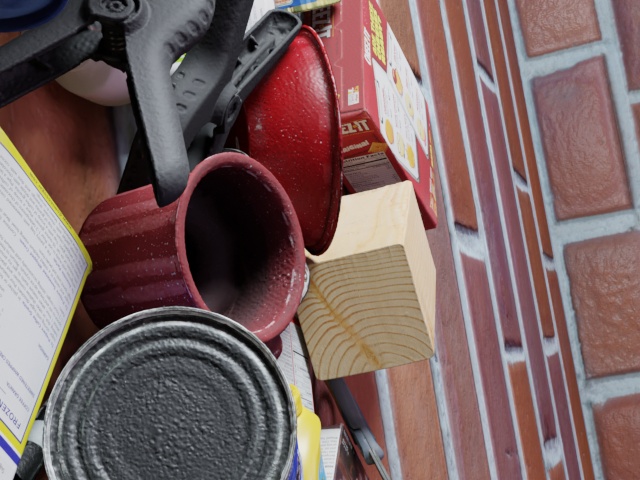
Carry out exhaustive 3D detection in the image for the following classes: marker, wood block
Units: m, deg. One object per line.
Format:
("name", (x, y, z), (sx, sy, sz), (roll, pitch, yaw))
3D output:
("marker", (-0.124, 0.082, 0.510), (0.121, 0.020, 0.020), (-64, 139, -61))
("wood block", (0.039, 0.025, 0.857), (0.206, 0.090, 0.091), (-68, 143, -73))

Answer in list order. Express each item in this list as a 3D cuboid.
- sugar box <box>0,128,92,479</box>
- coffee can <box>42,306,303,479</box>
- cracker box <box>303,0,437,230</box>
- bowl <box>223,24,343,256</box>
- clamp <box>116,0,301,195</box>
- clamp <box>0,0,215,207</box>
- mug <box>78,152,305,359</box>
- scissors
("sugar box", (-0.150, 0.044, 0.420), (0.176, 0.048, 0.093), (-77, 150, -44))
("coffee can", (-0.060, 0.100, 0.489), (0.140, 0.103, 0.103), (89, -3, -69))
("cracker box", (0.049, -0.125, 1.053), (0.213, 0.072, 0.164), (51, 33, -52))
("bowl", (-0.033, -0.067, 0.743), (0.162, 0.055, 0.162), (175, -90, -74))
("clamp", (-0.064, -0.083, 0.624), (0.164, 0.036, 0.210), (50, 63, -79))
("clamp", (-0.090, -0.092, 0.503), (0.171, 0.120, 0.039), (-61, 179, -28))
("mug", (-0.062, 0.019, 0.535), (0.117, 0.082, 0.093), (60, 40, -23))
("scissors", (0.039, 0.163, 0.816), (0.202, 0.016, 0.096), (61, -5, 39))
